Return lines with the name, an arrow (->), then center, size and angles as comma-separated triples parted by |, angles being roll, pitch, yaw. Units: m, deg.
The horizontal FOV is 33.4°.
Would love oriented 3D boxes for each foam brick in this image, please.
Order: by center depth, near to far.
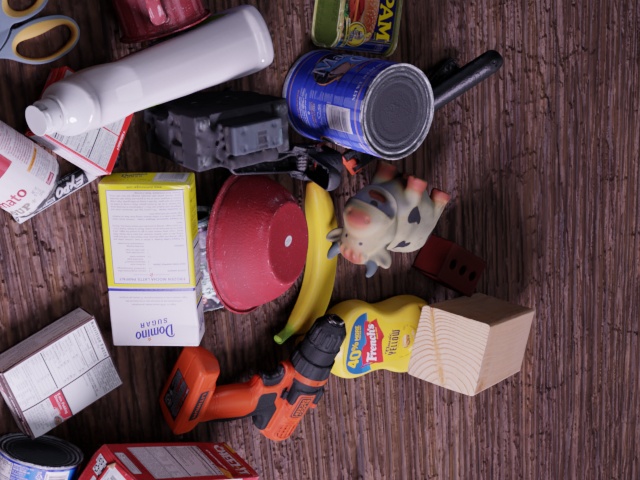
foam brick -> 0.168, 0.032, 1.387 | 0.078, 0.051, 0.053 | 28, 86, -41

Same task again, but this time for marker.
marker -> -0.248, -0.055, 1.048 | 0.121, 0.020, 0.020 | -35, 123, -26

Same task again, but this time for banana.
banana -> -0.007, 0.026, 1.248 | 0.069, 0.037, 0.198 | 2, 100, -61

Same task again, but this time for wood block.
wood block -> 0.196, 0.127, 1.364 | 0.205, 0.090, 0.091 | -5, 110, -64

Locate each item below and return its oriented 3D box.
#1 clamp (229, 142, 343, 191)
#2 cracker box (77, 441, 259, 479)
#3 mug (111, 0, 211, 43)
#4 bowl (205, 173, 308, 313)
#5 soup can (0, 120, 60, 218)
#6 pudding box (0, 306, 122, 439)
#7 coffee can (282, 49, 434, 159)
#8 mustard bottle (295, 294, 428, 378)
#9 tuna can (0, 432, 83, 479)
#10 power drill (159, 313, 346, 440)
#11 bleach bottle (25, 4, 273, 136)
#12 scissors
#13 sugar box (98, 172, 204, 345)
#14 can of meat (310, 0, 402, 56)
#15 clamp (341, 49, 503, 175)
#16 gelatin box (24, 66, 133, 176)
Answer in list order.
clamp -> -0.013, -0.082, 1.155 | 0.171, 0.120, 0.039 | -26, 131, -63
cracker box -> -0.184, 0.291, 1.115 | 0.164, 0.072, 0.213 | -55, 151, 10
mug -> -0.159, -0.237, 1.004 | 0.093, 0.117, 0.081 | -16, 113, 2
bowl -> -0.058, 0.001, 1.155 | 0.161, 0.055, 0.162 | -14, 106, -61
soup can -> -0.297, -0.073, 0.971 | 0.102, 0.069, 0.068 | 38, 79, -40
pudding box -> -0.267, 0.134, 1.081 | 0.113, 0.039, 0.090 | -33, 122, -29
coffee can -> 0.039, -0.151, 1.168 | 0.102, 0.141, 0.103 | -13, 111, -35
mustard bottle -> 0.049, 0.120, 1.316 | 0.191, 0.058, 0.096 | -1, 107, -38
tuna can -> -0.283, 0.223, 1.065 | 0.085, 0.086, 0.034 | 9, 99, -40
power drill -> -0.073, 0.155, 1.197 | 0.187, 0.057, 0.185 | 6, 124, -36
bleach bottle -> -0.162, -0.153, 1.000 | 0.250, 0.103, 0.068 | -32, 107, -43
scissors -> -0.312, -0.185, 0.958 | 0.201, 0.016, 0.096 | -20, 114, -33
sugar box -> -0.170, 0.020, 1.090 | 0.093, 0.048, 0.176 | 1, 111, 4
can of meat -> 0.041, -0.260, 1.191 | 0.083, 0.058, 0.102 | -1, 104, -36
clamp -> 0.113, -0.152, 1.236 | 0.210, 0.165, 0.036 | -40, 101, -11
gelatin box -> -0.231, -0.114, 1.024 | 0.089, 0.030, 0.073 | 32, 66, -39
